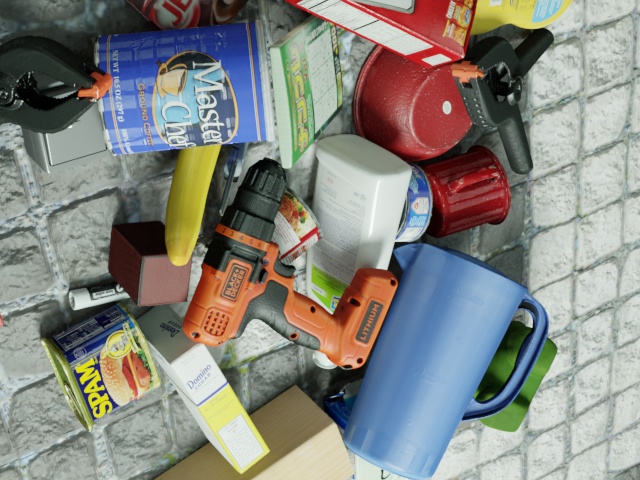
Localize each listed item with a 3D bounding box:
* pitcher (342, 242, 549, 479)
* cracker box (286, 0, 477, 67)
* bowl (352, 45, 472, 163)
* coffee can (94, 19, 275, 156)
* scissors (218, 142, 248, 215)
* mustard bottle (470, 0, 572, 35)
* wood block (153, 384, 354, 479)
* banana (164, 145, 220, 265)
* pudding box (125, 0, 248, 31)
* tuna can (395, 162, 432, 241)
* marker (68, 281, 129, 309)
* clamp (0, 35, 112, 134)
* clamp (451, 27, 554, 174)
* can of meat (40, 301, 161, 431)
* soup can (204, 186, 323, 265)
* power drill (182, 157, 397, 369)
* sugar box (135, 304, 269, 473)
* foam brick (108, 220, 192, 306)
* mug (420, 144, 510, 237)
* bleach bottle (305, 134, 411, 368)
[{"bbox_3d":[0.127,0.133,1.155,0.144,0.149,0.243,22,92,-45],"label":"pitcher"},{"bbox_3d":[0.046,-0.270,0.945,0.213,0.072,0.164,20,79,-25],"label":"cracker box"},{"bbox_3d":[0.115,-0.147,1.125,0.161,0.055,0.162,-16,122,-28],"label":"bowl"},{"bbox_3d":[-0.113,-0.129,0.907,0.140,0.103,0.103,-6,120,-2],"label":"coffee can"},{"bbox_3d":[-0.081,-0.059,0.970,0.016,0.201,0.096,15,133,-5],"label":"scissors"},{"bbox_3d":[0.215,-0.272,1.127,0.191,0.058,0.096,-11,114,-30],"label":"mustard bottle"},{"bbox_3d":[-0.077,0.266,1.181,0.205,0.091,0.090,-32,128,-18],"label":"wood block"},{"bbox_3d":[-0.112,-0.072,0.984,0.037,0.070,0.198,18,83,-15],"label":"banana"},{"bbox_3d":[-0.109,-0.229,0.937,0.113,0.039,0.090,-51,131,-1],"label":"pudding box"},{"bbox_3d":[0.080,-0.041,1.135,0.033,0.086,0.086,-2,114,-33],"label":"tuna can"},{"bbox_3d":[-0.184,0.046,1.040,0.120,0.020,0.020,-12,119,-30],"label":"marker"},{"bbox_3d":[-0.248,-0.114,0.846,0.039,0.171,0.120,-63,160,-49],"label":"clamp"},{"bbox_3d":[0.193,-0.150,1.127,0.209,0.036,0.164,-7,103,-57],"label":"clamp"},{"bbox_3d":[-0.211,0.121,1.036,0.083,0.058,0.102,-29,127,-23],"label":"can of meat"},{"bbox_3d":[-0.057,0.001,1.073,0.102,0.069,0.068,-38,129,-12],"label":"soup can"},{"bbox_3d":[-0.022,0.033,1.026,0.187,0.057,0.184,23,92,-23],"label":"power drill"},{"bbox_3d":[-0.120,0.150,1.090,0.048,0.093,0.176,-35,129,-16],"label":"sugar box"},{"bbox_3d":[-0.161,0.021,1.005,0.052,0.078,0.051,-5,116,-31],"label":"foam brick"},{"bbox_3d":[0.153,-0.054,1.166,0.081,0.117,0.093,-17,83,-22],"label":"mug"},{"bbox_3d":[0.023,0.021,1.132,0.067,0.103,0.251,-17,129,-43],"label":"bleach bottle"}]
